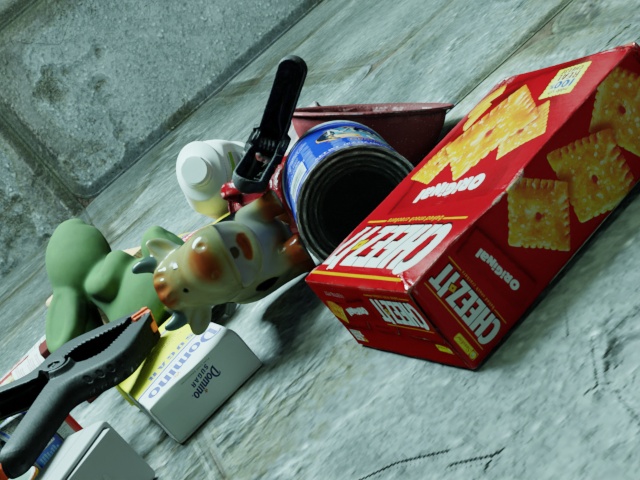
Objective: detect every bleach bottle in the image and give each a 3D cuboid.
[{"bbox_3d":[-0.121,-0.076,1.214,0.068,0.102,0.251,-14,-3,4],"label":"bleach bottle"}]

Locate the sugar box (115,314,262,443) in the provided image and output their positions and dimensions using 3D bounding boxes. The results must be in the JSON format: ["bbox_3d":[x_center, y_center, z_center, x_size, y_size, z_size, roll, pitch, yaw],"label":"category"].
[{"bbox_3d":[-0.121,0.111,0.911,0.093,0.048,0.176,-44,14,-16],"label":"sugar box"}]

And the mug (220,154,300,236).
[{"bbox_3d":[-0.041,-0.044,1.053,0.082,0.117,0.093,-12,72,52],"label":"mug"}]

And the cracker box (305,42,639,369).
[{"bbox_3d":[0.106,-0.024,0.685,0.213,0.072,0.164,-45,15,-15],"label":"cracker box"}]

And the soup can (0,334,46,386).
[{"bbox_3d":[-0.307,0.149,1.205,0.102,0.068,0.068,-45,14,2],"label":"soup can"}]

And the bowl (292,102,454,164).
[{"bbox_3d":[0.046,-0.099,1.009,0.162,0.055,0.162,-3,9,0],"label":"bowl"}]

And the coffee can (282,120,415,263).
[{"bbox_3d":[0.025,-0.039,0.873,0.103,0.102,0.140,-39,14,4],"label":"coffee can"}]

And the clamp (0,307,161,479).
[{"bbox_3d":[-0.224,0.120,0.887,0.165,0.036,0.209,-1,27,41],"label":"clamp"}]

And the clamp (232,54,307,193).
[{"bbox_3d":[-0.049,-0.076,0.923,0.120,0.039,0.171,-62,-3,-18],"label":"clamp"}]

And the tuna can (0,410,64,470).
[{"bbox_3d":[-0.241,0.185,0.914,0.033,0.086,0.086,-46,15,-29],"label":"tuna can"}]
